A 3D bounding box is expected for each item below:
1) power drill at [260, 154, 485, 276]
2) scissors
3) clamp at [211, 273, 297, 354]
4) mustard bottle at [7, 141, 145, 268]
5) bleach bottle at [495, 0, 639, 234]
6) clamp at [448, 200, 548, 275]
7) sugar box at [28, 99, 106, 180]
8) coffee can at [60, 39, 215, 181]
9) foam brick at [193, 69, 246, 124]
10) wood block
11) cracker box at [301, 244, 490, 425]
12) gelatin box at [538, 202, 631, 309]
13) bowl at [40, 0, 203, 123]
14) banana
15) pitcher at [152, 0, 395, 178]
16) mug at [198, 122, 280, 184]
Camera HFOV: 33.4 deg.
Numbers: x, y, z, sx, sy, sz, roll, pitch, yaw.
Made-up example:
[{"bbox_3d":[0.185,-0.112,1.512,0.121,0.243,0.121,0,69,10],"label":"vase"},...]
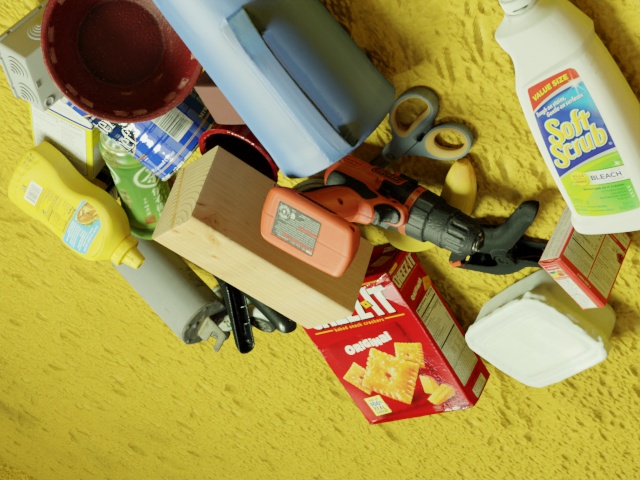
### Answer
[{"bbox_3d":[0.047,-0.020,1.031,0.185,0.187,0.057,27,115,27],"label":"power drill"},{"bbox_3d":[0.093,-0.085,1.090,0.096,0.016,0.202,28,150,3],"label":"scissors"},{"bbox_3d":[-0.112,0.046,1.349,0.210,0.036,0.165,59,150,9],"label":"clamp"},{"bbox_3d":[-0.297,-0.031,1.330,0.191,0.058,0.096,39,126,4],"label":"mustard bottle"},{"bbox_3d":[0.211,-0.114,0.901,0.103,0.068,0.250,-6,133,45],"label":"bleach bottle"},{"bbox_3d":[0.193,0.001,1.107,0.172,0.039,0.120,-6,138,43],"label":"clamp"},{"bbox_3d":[-0.307,-0.154,1.300,0.093,0.048,0.176,28,147,5],"label":"sugar box"},{"bbox_3d":[-0.194,-0.147,1.155,0.140,0.102,0.103,39,149,-16],"label":"coffee can"},{"bbox_3d":[-0.079,-0.160,1.063,0.051,0.078,0.053,4,142,34],"label":"foam brick"},{"bbox_3d":[-0.058,0.002,1.118,0.205,0.090,0.090,32,151,-24],"label":"wood block"},{"bbox_3d":[0.080,0.119,1.292,0.164,0.072,0.213,-17,116,39],"label":"cracker box"},{"bbox_3d":[0.254,0.009,1.021,0.073,0.089,0.030,43,149,-22],"label":"gelatin box"},{"bbox_3d":[-0.197,-0.198,1.063,0.162,0.162,0.055,39,176,-16],"label":"bowl"},{"bbox_3d":[0.117,-0.027,1.134,0.069,0.037,0.198,37,149,-13],"label":"banana"},{"bbox_3d":[-0.049,-0.178,0.953,0.149,0.144,0.242,-7,131,51],"label":"pitcher"},{"bbox_3d":[-0.059,-0.110,1.116,0.117,0.081,0.093,7,143,34],"label":"mug"}]
